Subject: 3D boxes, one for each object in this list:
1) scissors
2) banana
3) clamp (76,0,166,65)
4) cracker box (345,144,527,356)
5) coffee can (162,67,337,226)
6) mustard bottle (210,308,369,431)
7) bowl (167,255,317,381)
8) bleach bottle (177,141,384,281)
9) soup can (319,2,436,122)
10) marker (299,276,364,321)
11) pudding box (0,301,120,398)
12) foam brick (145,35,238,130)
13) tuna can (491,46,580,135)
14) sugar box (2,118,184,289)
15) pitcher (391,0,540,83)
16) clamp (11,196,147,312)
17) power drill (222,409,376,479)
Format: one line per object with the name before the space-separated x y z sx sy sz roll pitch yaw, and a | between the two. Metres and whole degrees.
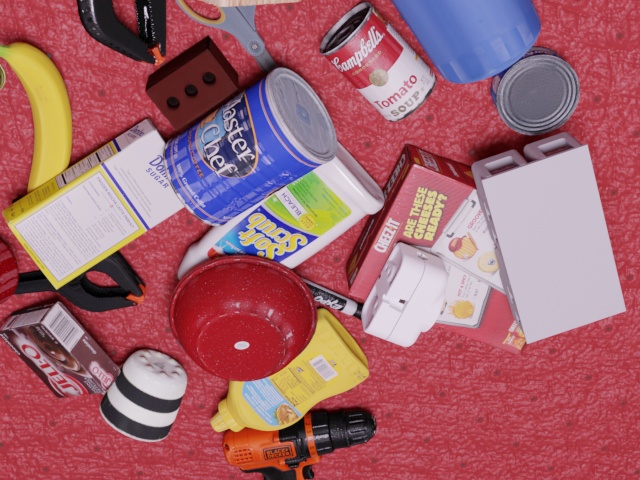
scissors | -0.058 -0.211 1.051 0.201 0.016 0.096 38 109 -21
banana | -0.281 -0.119 1.064 0.069 0.037 0.198 -21 127 -20
clamp | -0.204 -0.246 0.976 0.164 0.036 0.210 -40 130 -30
cracker box | 0.156 0.012 1.150 0.213 0.072 0.164 20 112 -13
coffee can | -0.069 -0.090 1.046 0.140 0.102 0.102 -29 116 27
mustard bottle | -0.046 0.164 1.221 0.192 0.058 0.096 -34 113 13
bowl | -0.082 0.096 1.122 0.162 0.055 0.162 -1 124 -1
bleach bottle | -0.057 0.001 1.132 0.251 0.068 0.102 -40 99 17
soup can | 0.057 -0.174 1.050 0.068 0.068 0.102 -41 114 16
marker | 0.010 0.065 1.196 0.121 0.020 0.020 24 113 -15
pudding box | -0.288 0.123 1.174 0.090 0.039 0.113 -14 121 40
foam brick | -0.127 -0.156 1.055 0.078 0.051 0.053 -32 114 12
tuna can | 0.219 -0.153 1.090 0.086 0.034 0.086 -2 117 -3
sugar box | -0.223 -0.038 1.088 0.176 0.048 0.093 -34 123 -6
pitcher | 0.114 -0.271 0.971 0.145 0.149 0.242 -48 120 -21
clamp | -0.276 0.038 1.153 0.171 0.039 0.120 30 118 -10
power drill | -0.013 0.291 1.291 0.184 0.057 0.187 -9 115 5
